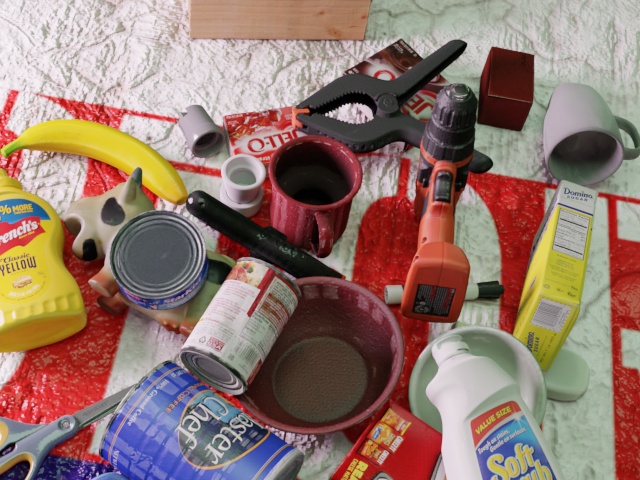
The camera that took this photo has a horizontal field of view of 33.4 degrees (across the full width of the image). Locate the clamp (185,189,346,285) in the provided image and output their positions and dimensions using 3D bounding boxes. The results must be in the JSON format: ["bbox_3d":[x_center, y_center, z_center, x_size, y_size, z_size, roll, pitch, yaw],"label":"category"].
[{"bbox_3d":[-0.057,0.001,1.024,0.171,0.120,0.039,28,92,9],"label":"clamp"}]

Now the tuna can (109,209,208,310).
[{"bbox_3d":[-0.143,0.018,0.951,0.086,0.034,0.086,-1,65,1],"label":"tuna can"}]

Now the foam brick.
[{"bbox_3d":[0.210,-0.171,1.207,0.053,0.051,0.078,11,56,-1],"label":"foam brick"}]

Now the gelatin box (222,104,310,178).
[{"bbox_3d":[-0.054,-0.105,1.140,0.089,0.030,0.073,-10,58,-13],"label":"gelatin box"}]

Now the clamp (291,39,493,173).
[{"bbox_3d":[0.075,-0.146,1.138,0.210,0.036,0.164,1,63,-2],"label":"clamp"}]

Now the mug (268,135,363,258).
[{"bbox_3d":[-0.006,-0.035,1.067,0.093,0.081,0.117,-8,57,-13],"label":"mug"}]

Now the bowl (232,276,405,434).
[{"bbox_3d":[-0.003,0.114,0.973,0.162,0.055,0.162,-3,54,5],"label":"bowl"}]

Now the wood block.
[{"bbox_3d":[-0.050,-0.295,1.235,0.206,0.090,0.091,-1,55,-8],"label":"wood block"}]

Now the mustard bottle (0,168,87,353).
[{"bbox_3d":[-0.290,0.009,1.015,0.096,0.058,0.192,-16,59,-12],"label":"mustard bottle"}]

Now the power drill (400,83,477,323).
[{"bbox_3d":[0.117,-0.031,1.014,0.057,0.184,0.187,7,53,4],"label":"power drill"}]

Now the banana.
[{"bbox_3d":[-0.225,-0.087,1.105,0.198,0.037,0.069,14,67,3],"label":"banana"}]

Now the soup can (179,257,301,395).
[{"bbox_3d":[-0.069,0.075,0.932,0.068,0.068,0.102,26,62,10],"label":"soup can"}]

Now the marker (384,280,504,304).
[{"bbox_3d":[0.124,0.052,1.064,0.121,0.020,0.020,-3,56,-9],"label":"marker"}]

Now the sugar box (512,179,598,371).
[{"bbox_3d":[0.224,0.030,1.026,0.048,0.093,0.176,18,42,3],"label":"sugar box"}]

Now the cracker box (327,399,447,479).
[{"bbox_3d":[0.096,0.261,0.887,0.214,0.072,0.164,33,58,14],"label":"cracker box"}]

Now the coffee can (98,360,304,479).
[{"bbox_3d":[-0.099,0.181,0.896,0.140,0.103,0.102,33,58,15],"label":"coffee can"}]

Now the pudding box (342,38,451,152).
[{"bbox_3d":[0.092,-0.163,1.193,0.090,0.039,0.113,-33,65,-24],"label":"pudding box"}]

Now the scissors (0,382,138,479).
[{"bbox_3d":[-0.244,0.158,0.946,0.096,0.016,0.201,38,59,17],"label":"scissors"}]

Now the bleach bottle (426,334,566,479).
[{"bbox_3d":[0.141,0.190,0.861,0.102,0.068,0.251,-10,56,-17],"label":"bleach bottle"}]
